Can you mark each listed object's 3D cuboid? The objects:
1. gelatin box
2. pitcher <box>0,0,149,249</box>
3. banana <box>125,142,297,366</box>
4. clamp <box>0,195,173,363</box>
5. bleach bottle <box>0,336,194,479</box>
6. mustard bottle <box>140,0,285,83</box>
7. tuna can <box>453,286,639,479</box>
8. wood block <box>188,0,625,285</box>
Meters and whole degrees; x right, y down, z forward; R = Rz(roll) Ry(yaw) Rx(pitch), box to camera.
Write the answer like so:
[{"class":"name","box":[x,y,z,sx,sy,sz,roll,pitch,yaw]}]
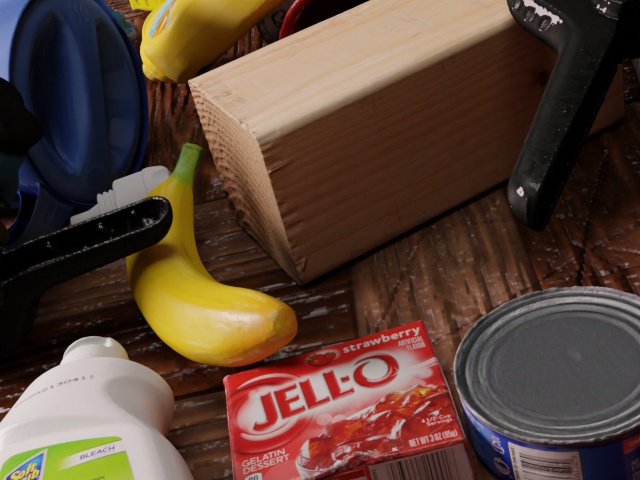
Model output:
[{"class":"gelatin box","box":[0.008,0.074,0.420,0.089,0.030,0.073,-15,33,1]},{"class":"pitcher","box":[-0.241,-0.068,0.663,0.243,0.145,0.149,-4,23,24]},{"class":"banana","box":[-0.062,0.015,0.509,0.037,0.070,0.198,16,20,-28]},{"class":"clamp","box":[-0.167,0.007,0.503,0.172,0.120,0.039,-40,28,15]},{"class":"bleach bottle","box":[-0.074,0.114,0.371,0.102,0.068,0.251,-16,31,0]},{"class":"mustard bottle","box":[-0.069,-0.155,0.707,0.192,0.058,0.096,-30,28,50]},{"class":"tuna can","box":[0.096,0.056,0.405,0.086,0.034,0.086,-12,33,8]},{"class":"wood block","box":[0.049,-0.073,0.563,0.206,0.091,0.090,-26,36,-16]}]
